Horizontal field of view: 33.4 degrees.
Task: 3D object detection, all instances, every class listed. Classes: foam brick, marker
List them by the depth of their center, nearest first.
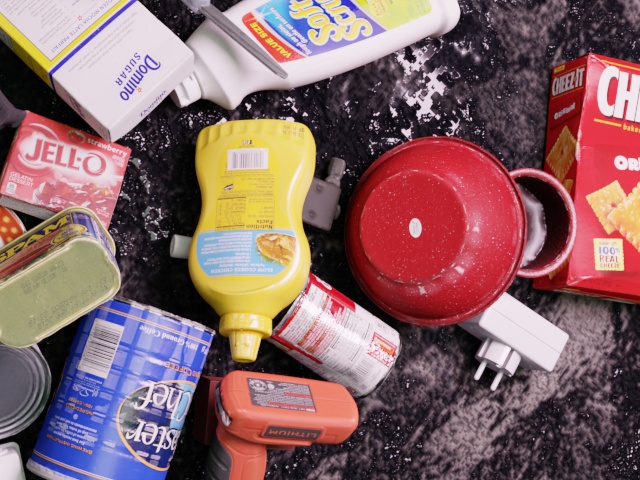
[{"bbox_3d":[-0.061,0.141,0.870,0.078,0.051,0.053,8,85,-18],"label":"foam brick"},{"bbox_3d":[-0.065,0.013,0.893,0.121,0.020,0.020,8,84,-18],"label":"marker"}]

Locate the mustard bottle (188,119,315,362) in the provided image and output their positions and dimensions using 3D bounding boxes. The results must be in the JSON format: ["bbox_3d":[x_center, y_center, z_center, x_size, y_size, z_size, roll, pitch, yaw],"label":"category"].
[{"bbox_3d":[-0.055,0.001,0.847,0.096,0.058,0.191,-1,71,9],"label":"mustard bottle"}]

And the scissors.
[{"bbox_3d":[-0.115,-0.193,0.831,0.096,0.016,0.202,-13,57,-50],"label":"scissors"}]

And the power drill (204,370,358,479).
[{"bbox_3d":[-0.034,0.197,0.832,0.184,0.057,0.188,9,115,-20],"label":"power drill"}]

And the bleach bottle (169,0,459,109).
[{"bbox_3d":[-0.012,-0.172,0.900,0.250,0.068,0.102,-29,94,-16],"label":"bleach bottle"}]

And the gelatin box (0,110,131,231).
[{"bbox_3d":[-0.201,-0.051,0.834,0.089,0.030,0.073,21,66,-21],"label":"gelatin box"}]

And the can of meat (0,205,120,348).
[{"bbox_3d":[-0.198,0.027,0.778,0.102,0.084,0.057,-32,111,-6],"label":"can of meat"}]

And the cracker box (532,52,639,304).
[{"bbox_3d":[0.292,-0.050,0.989,0.164,0.072,0.214,9,83,-19],"label":"cracker box"}]

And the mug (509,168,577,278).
[{"bbox_3d":[0.153,-0.011,0.934,0.117,0.082,0.093,-11,90,-19],"label":"mug"}]

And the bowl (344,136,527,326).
[{"bbox_3d":[0.084,-0.009,0.876,0.162,0.055,0.162,-2,86,24],"label":"bowl"}]

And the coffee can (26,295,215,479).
[{"bbox_3d":[-0.151,0.120,0.814,0.102,0.103,0.140,21,80,-17],"label":"coffee can"}]

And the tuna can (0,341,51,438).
[{"bbox_3d":[-0.249,0.105,0.804,0.086,0.034,0.086,-8,110,-23],"label":"tuna can"}]

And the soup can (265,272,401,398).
[{"bbox_3d":[0.008,0.078,0.888,0.102,0.069,0.068,35,77,-14],"label":"soup can"}]

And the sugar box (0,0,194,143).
[{"bbox_3d":[-0.191,-0.167,0.827,0.176,0.048,0.093,45,75,2],"label":"sugar box"}]
